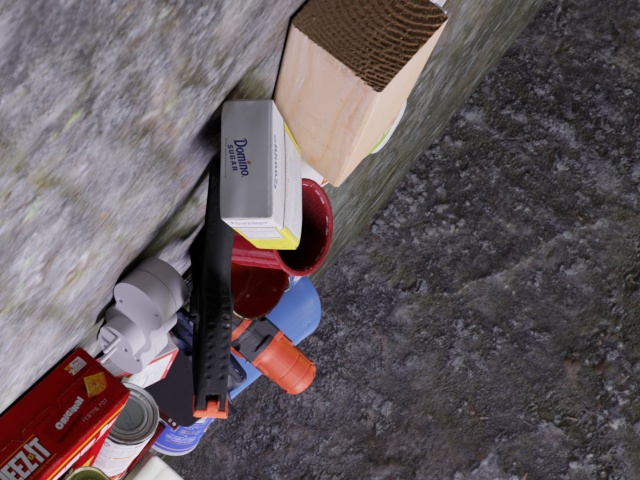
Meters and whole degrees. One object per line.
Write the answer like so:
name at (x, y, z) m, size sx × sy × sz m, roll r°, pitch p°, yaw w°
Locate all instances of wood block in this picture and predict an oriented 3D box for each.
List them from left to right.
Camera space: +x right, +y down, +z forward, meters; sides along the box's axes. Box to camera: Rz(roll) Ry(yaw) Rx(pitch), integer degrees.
wood block at (0.023, -0.137, 0.897) m, size 0.090 × 0.090 × 0.206 m, roll -50°, pitch 176°, yaw -18°

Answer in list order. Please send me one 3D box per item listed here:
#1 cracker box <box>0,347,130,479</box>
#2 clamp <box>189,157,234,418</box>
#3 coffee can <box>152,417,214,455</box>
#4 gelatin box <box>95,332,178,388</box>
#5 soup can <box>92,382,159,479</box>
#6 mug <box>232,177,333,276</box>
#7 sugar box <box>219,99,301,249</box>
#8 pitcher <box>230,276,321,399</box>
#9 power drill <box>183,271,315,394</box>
cracker box at (-0.265, 0.216, 0.947) m, size 0.164 × 0.072 × 0.214 m, roll -47°, pitch 173°, yaw -45°
clamp at (-0.091, 0.045, 0.908) m, size 0.165 × 0.036 × 0.210 m, roll 109°, pitch -19°, yaw -53°
coffee can at (-0.191, 0.224, 1.519) m, size 0.140 × 0.103 × 0.102 m, roll -55°, pitch 174°, yaw 34°
gelatin box at (-0.194, 0.131, 1.080) m, size 0.089 × 0.030 × 0.073 m, roll -24°, pitch 161°, yaw -31°
soup can at (-0.206, 0.191, 1.051) m, size 0.068 × 0.068 × 0.102 m, roll -47°, pitch 176°, yaw -44°
mug at (-0.054, -0.018, 1.014) m, size 0.117 × 0.082 × 0.093 m, roll 26°, pitch 73°, yaw -49°
sugar box at (-0.047, -0.049, 0.867) m, size 0.176 × 0.048 × 0.093 m, roll 46°, pitch 44°, yaw -79°
pitcher at (-0.112, 0.121, 1.450) m, size 0.145 × 0.149 × 0.242 m, roll -36°, pitch -177°, yaw 39°
power drill at (-0.099, 0.095, 1.232) m, size 0.057 × 0.184 × 0.188 m, roll -47°, pitch -165°, yaw -7°
